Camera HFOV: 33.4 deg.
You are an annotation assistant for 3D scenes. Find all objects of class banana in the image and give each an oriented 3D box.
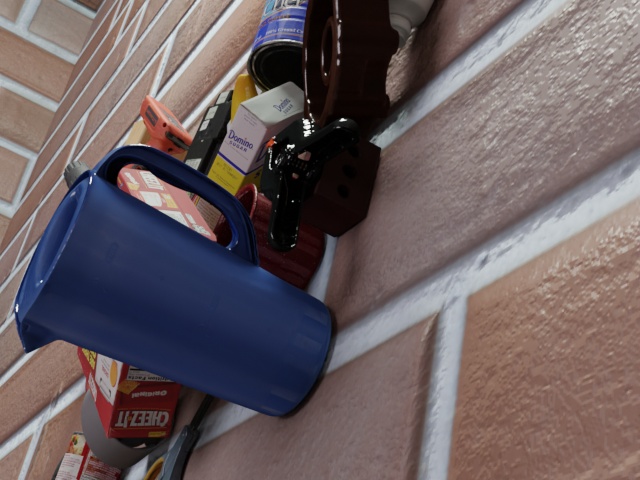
[{"bbox_3d":[-0.089,-0.093,1.192,0.070,0.037,0.198,60,152,31],"label":"banana"}]

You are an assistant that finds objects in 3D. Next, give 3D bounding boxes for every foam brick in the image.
[{"bbox_3d":[0.013,-0.053,0.958,0.051,0.053,0.078,-32,38,53],"label":"foam brick"}]

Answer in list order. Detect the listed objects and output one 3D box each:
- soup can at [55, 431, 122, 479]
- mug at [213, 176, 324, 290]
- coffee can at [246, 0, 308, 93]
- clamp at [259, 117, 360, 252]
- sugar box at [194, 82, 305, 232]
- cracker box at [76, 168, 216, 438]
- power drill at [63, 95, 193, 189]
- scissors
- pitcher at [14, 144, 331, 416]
[{"bbox_3d":[-0.263,0.274,1.200,0.069,0.068,0.102,-24,45,59],"label":"soup can"},{"bbox_3d":[-0.045,-0.005,0.997,0.117,0.081,0.093,-66,21,-6],"label":"mug"},{"bbox_3d":[-0.015,-0.234,1.165,0.103,0.102,0.140,-35,35,52],"label":"coffee can"},{"bbox_3d":[-0.014,-0.070,0.912,0.120,0.039,0.171,-50,23,14],"label":"clamp"},{"bbox_3d":[-0.073,-0.074,1.102,0.093,0.048,0.176,-34,-19,-50],"label":"sugar box"},{"bbox_3d":[-0.171,0.058,1.034,0.164,0.072,0.214,49,128,57],"label":"cracker box"},{"bbox_3d":[-0.272,-0.108,1.484,0.188,0.057,0.185,-49,46,7],"label":"power drill"},{"bbox_3d":[-0.132,0.209,1.043,0.202,0.016,0.096,-54,24,22],"label":"scissors"},{"bbox_3d":[-0.111,0.043,0.872,0.149,0.242,0.145,-49,25,34],"label":"pitcher"}]
